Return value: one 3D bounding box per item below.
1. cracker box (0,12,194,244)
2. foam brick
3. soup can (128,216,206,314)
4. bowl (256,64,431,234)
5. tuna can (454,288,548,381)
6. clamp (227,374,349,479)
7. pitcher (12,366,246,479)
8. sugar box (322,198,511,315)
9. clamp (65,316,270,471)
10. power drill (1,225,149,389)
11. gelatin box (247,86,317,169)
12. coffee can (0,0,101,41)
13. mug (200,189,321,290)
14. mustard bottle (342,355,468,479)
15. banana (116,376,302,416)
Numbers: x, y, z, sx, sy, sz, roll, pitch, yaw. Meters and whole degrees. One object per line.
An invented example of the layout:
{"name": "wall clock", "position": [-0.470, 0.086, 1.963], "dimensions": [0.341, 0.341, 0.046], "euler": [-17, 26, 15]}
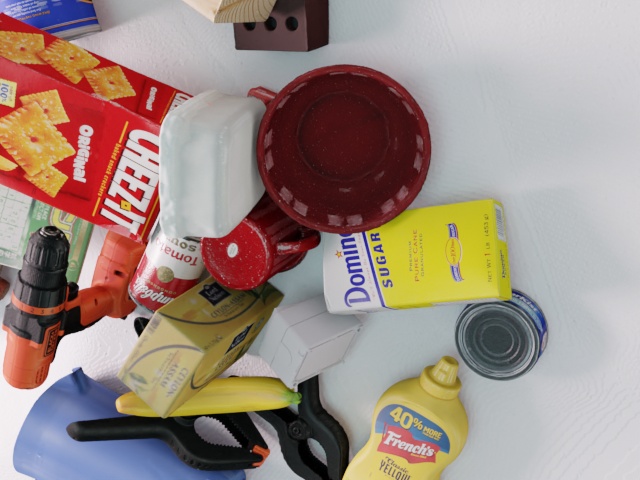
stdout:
{"name": "cracker box", "position": [-0.242, -0.105, 1.055], "dimensions": [0.213, 0.072, 0.164], "euler": [24, 133, -8]}
{"name": "foam brick", "position": [-0.037, -0.207, 1.006], "dimensions": [0.078, 0.051, 0.053], "euler": [5, 109, 23]}
{"name": "soup can", "position": [-0.153, 0.022, 1.127], "dimensions": [0.068, 0.068, 0.102], "euler": [33, 117, 11]}
{"name": "bowl", "position": [0.021, -0.090, 0.999], "dimensions": [0.162, 0.055, 0.162], "euler": [0, 111, 1]}
{"name": "tuna can", "position": [0.172, 0.090, 1.018], "dimensions": [0.086, 0.033, 0.086], "euler": [8, 110, 22]}
{"name": "clamp", "position": [-0.029, 0.196, 1.144], "dimensions": [0.120, 0.039, 0.171], "euler": [-20, 91, 35]}
{"name": "pitcher", "position": [-0.214, 0.262, 1.203], "dimensions": [0.243, 0.145, 0.149], "euler": [26, 159, 12]}
{"name": "sugar box", "position": [0.088, 0.018, 1.011], "dimensions": [0.176, 0.048, 0.093], "euler": [-8, 79, 24]}
{"name": "clamp", "position": [-0.149, 0.180, 1.160], "dimensions": [0.210, 0.164, 0.036], "euler": [23, 142, -6]}
{"name": "power drill", "position": [-0.254, 0.046, 1.112], "dimensions": [0.057, 0.187, 0.185], "euler": [28, 118, 16]}
{"name": "gelatin box", "position": [-0.044, -0.099, 1.057], "dimensions": [0.073, 0.030, 0.089], "euler": [23, 115, 16]}
{"name": "coffee can", "position": [-0.290, -0.266, 1.074], "dimensions": [0.103, 0.102, 0.140], "euler": [-9, 102, 27]}
{"name": "mug", "position": [-0.057, 0.001, 1.067], "dimensions": [0.117, 0.081, 0.093], "euler": [3, 108, 24]}
{"name": "mustard bottle", "position": [0.095, 0.197, 1.075], "dimensions": [0.096, 0.058, 0.192], "euler": [29, 116, 16]}
{"name": "banana", "position": [-0.110, 0.161, 1.109], "dimensions": [0.198, 0.069, 0.037], "euler": [-6, 76, 11]}
